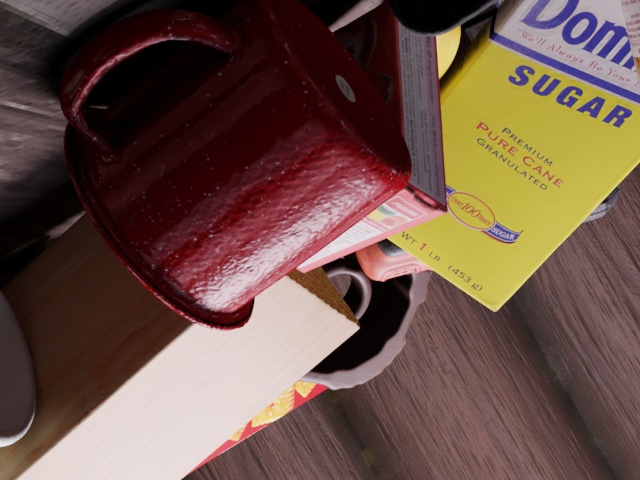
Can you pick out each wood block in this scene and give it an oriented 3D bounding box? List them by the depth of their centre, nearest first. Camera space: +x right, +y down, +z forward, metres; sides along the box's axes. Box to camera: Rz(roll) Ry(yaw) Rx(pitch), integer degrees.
[{"bbox_3d":[-0.098,0.060,0.490,0.206,0.090,0.090,-41,145,9],"label":"wood block"}]

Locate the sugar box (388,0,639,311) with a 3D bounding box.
[{"bbox_3d":[0.102,-0.056,0.501,0.176,0.093,0.048,-52,-172,33],"label":"sugar box"}]

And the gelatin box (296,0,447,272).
[{"bbox_3d":[0.010,-0.041,0.418,0.073,0.089,0.030,-23,145,36],"label":"gelatin box"}]

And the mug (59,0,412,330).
[{"bbox_3d":[-0.031,-0.035,0.349,0.082,0.093,0.117,-36,137,18],"label":"mug"}]
